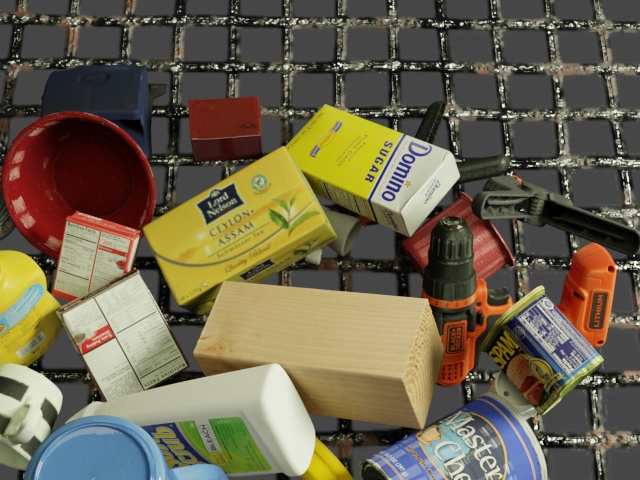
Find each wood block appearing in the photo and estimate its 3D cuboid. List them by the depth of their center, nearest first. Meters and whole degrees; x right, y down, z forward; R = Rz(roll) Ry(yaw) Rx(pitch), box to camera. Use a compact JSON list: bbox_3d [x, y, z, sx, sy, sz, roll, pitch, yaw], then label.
[{"bbox_3d":[0.000,0.106,1.001,0.206,0.090,0.090,4,53,23],"label":"wood block"}]

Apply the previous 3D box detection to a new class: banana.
[{"bbox_3d":[-0.011,0.219,1.008,0.198,0.070,0.037,38,43,16],"label":"banana"}]

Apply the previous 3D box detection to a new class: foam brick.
[{"bbox_3d":[-0.103,-0.122,1.168,0.078,0.051,0.053,-3,66,-3],"label":"foam brick"}]

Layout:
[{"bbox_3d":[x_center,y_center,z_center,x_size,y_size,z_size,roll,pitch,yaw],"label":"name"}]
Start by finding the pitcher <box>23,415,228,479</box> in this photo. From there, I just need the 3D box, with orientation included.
[{"bbox_3d":[-0.161,0.235,0.894,0.145,0.243,0.149,18,59,9],"label":"pitcher"}]

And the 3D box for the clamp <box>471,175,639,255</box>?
[{"bbox_3d":[0.224,-0.031,1.061,0.164,0.210,0.036,16,101,1],"label":"clamp"}]

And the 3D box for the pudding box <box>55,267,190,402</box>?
[{"bbox_3d":[-0.193,0.097,1.047,0.090,0.039,0.113,-29,101,-15],"label":"pudding box"}]

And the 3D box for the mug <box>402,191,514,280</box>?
[{"bbox_3d":[0.133,0.006,1.097,0.081,0.093,0.117,-35,33,0],"label":"mug"}]

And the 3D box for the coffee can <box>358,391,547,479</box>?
[{"bbox_3d":[0.121,0.216,0.979,0.140,0.103,0.103,-25,68,-19],"label":"coffee can"}]

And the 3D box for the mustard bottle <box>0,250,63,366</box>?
[{"bbox_3d":[-0.300,0.060,1.000,0.096,0.192,0.058,-40,72,-18],"label":"mustard bottle"}]

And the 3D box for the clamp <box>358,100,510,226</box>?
[{"bbox_3d":[0.105,-0.081,1.159,0.171,0.039,0.120,-28,52,-8],"label":"clamp"}]

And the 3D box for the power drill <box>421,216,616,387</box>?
[{"bbox_3d":[0.188,0.051,1.039,0.187,0.184,0.057,-6,32,-9],"label":"power drill"}]

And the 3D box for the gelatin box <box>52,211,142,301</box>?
[{"bbox_3d":[-0.227,0.023,1.083,0.073,0.030,0.089,17,107,6],"label":"gelatin box"}]

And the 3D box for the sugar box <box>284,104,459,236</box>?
[{"bbox_3d":[0.047,-0.077,1.120,0.176,0.048,0.093,24,63,37],"label":"sugar box"}]

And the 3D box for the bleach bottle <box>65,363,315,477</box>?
[{"bbox_3d":[-0.138,0.183,0.983,0.251,0.102,0.068,-14,27,22],"label":"bleach bottle"}]

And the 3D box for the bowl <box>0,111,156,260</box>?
[{"bbox_3d":[-0.244,-0.059,1.107,0.162,0.055,0.162,2,108,6],"label":"bowl"}]

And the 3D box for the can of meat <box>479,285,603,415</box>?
[{"bbox_3d":[0.197,0.101,0.958,0.057,0.102,0.084,-34,72,-18],"label":"can of meat"}]
